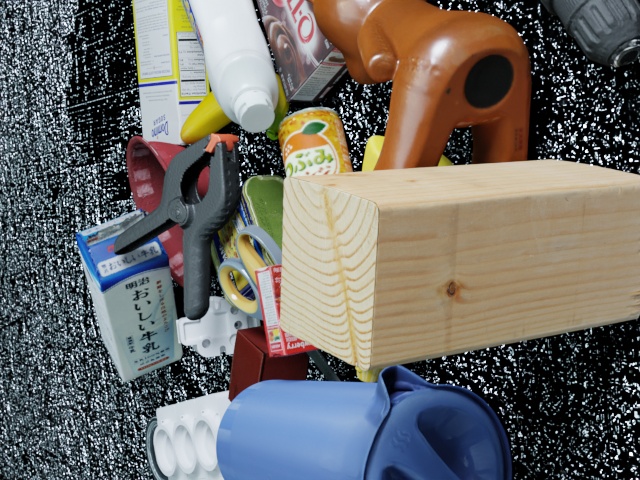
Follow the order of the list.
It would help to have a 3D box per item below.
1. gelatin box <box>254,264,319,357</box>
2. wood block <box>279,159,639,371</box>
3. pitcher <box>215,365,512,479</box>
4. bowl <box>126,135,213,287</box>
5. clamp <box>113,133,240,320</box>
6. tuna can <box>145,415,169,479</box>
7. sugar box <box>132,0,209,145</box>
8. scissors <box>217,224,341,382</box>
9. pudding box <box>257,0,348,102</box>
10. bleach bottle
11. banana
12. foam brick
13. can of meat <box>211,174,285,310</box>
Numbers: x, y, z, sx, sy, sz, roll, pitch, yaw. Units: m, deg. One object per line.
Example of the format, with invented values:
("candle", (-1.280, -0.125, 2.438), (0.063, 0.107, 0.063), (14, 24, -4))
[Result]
("gelatin box", (-0.005, 0.053, 0.879), (0.030, 0.089, 0.073), (-16, 82, 55))
("wood block", (0.088, 0.007, 0.621), (0.090, 0.205, 0.091), (20, 111, 54))
("pitcher", (0.022, 0.179, 0.821), (0.243, 0.144, 0.149), (-4, 63, 57))
("bowl", (-0.138, -0.036, 1.077), (0.162, 0.055, 0.162), (48, 150, 40))
("clamp", (-0.128, -0.026, 0.973), (0.120, 0.039, 0.171), (27, 106, 22))
("tuna can", (-0.166, 0.238, 1.209), (0.086, 0.033, 0.086), (15, 107, 55))
("sugar box", (-0.154, -0.188, 1.107), (0.093, 0.048, 0.176), (10, 107, 56))
("scissors", (-0.029, 0.083, 0.930), (0.096, 0.016, 0.202), (-21, 96, 49))
("pudding box", (-0.008, -0.185, 0.887), (0.090, 0.039, 0.113), (-43, 60, 52))
("bleach bottle", (-0.082, -0.188, 0.913), (0.102, 0.068, 0.251), (80, 172, -47))
("banana", (-0.077, -0.125, 0.988), (0.069, 0.037, 0.198), (-55, 25, -15))
("foam brick", (-0.049, 0.124, 0.993), (0.053, 0.051, 0.078), (37, 125, 49))
("can of meat", (-0.056, 0.001, 0.979), (0.084, 0.057, 0.102), (-42, 62, 49))
